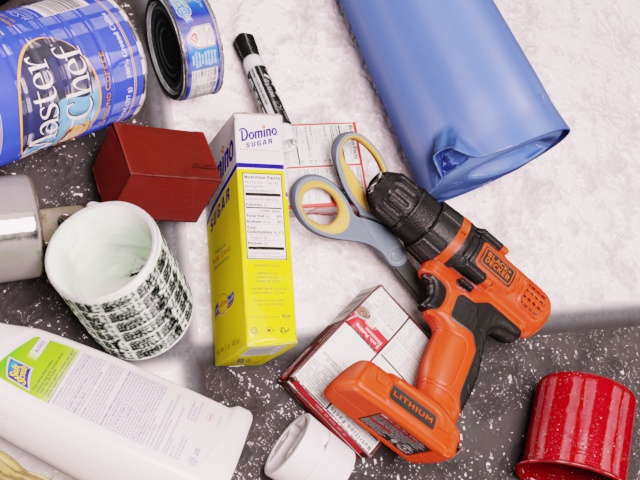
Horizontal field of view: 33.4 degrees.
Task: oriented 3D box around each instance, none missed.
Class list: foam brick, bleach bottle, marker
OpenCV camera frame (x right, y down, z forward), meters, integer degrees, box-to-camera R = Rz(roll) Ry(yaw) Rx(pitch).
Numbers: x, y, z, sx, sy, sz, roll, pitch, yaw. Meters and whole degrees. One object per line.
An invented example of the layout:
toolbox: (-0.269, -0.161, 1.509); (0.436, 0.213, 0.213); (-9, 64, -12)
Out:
foam brick: (-0.123, -0.050, 0.801); (0.078, 0.051, 0.053); (4, 49, -35)
bleach bottle: (-0.177, 0.108, 0.742); (0.250, 0.068, 0.102); (29, 30, -5)
marker: (-0.046, -0.123, 0.868); (0.020, 0.020, 0.121); (-9, 58, -23)

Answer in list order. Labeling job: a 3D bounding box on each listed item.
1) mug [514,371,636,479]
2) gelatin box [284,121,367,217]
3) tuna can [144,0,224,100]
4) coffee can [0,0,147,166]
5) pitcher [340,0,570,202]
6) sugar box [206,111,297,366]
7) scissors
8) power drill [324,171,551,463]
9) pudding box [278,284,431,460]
mug: (0.218, 0.164, 0.877); (0.117, 0.093, 0.081); (41, 55, -40)
gelatin box: (-0.008, -0.058, 0.878); (0.089, 0.030, 0.073); (-5, 76, -22)
tuna can: (-0.107, -0.153, 0.836); (0.033, 0.086, 0.086); (-17, 82, -23)
coffee can: (-0.209, -0.113, 0.757); (0.140, 0.103, 0.103); (-29, 87, -42)
pitcher: (0.103, -0.163, 0.907); (0.145, 0.149, 0.243); (-23, 81, -10)
sugar box: (-0.056, 0.001, 0.808); (0.048, 0.093, 0.176); (-1, 75, -22)
scissors: (0.041, 0.012, 0.864); (0.096, 0.016, 0.202); (-24, 101, -18)
power drill: (0.079, 0.059, 0.818); (0.184, 0.057, 0.187); (39, 61, -11)
pudding box: (0.036, 0.103, 0.845); (0.090, 0.039, 0.113); (48, 66, -5)
